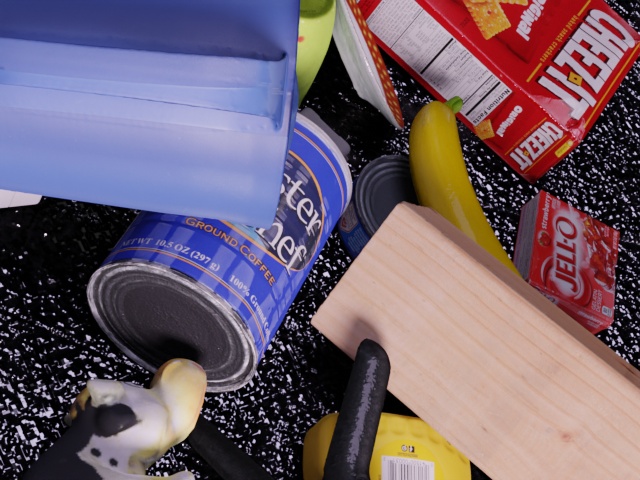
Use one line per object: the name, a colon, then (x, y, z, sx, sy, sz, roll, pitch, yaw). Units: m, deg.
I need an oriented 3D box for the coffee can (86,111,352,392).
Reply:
coffee can: (-0.054, 0.001, 0.614, 0.102, 0.103, 0.140, 35, 51, -7)

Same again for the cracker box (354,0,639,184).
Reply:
cracker box: (0.140, -0.175, 0.849, 0.213, 0.072, 0.164, 42, 51, -1)

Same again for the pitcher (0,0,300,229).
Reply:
pitcher: (-0.130, -0.081, 0.500, 0.242, 0.149, 0.145, 5, 53, -8)

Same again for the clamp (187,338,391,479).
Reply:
clamp: (-0.011, 0.141, 0.555, 0.039, 0.120, 0.171, 47, 30, -50)

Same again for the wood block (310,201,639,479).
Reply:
wood block: (0.109, 0.076, 0.617, 0.206, 0.090, 0.090, 39, 11, 17)

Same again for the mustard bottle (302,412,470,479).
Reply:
mustard bottle: (0.039, 0.193, 0.578, 0.096, 0.058, 0.191, 12, 56, -21)

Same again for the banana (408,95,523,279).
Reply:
banana: (0.098, -0.021, 0.708, 0.069, 0.037, 0.198, -1, 63, -28)

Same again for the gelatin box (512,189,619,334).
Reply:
gelatin box: (0.180, 0.017, 0.781, 0.073, 0.030, 0.089, 26, 52, -13)

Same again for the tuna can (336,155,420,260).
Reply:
tuna can: (0.055, -0.013, 0.728, 0.086, 0.034, 0.086, 14, 56, -22)
